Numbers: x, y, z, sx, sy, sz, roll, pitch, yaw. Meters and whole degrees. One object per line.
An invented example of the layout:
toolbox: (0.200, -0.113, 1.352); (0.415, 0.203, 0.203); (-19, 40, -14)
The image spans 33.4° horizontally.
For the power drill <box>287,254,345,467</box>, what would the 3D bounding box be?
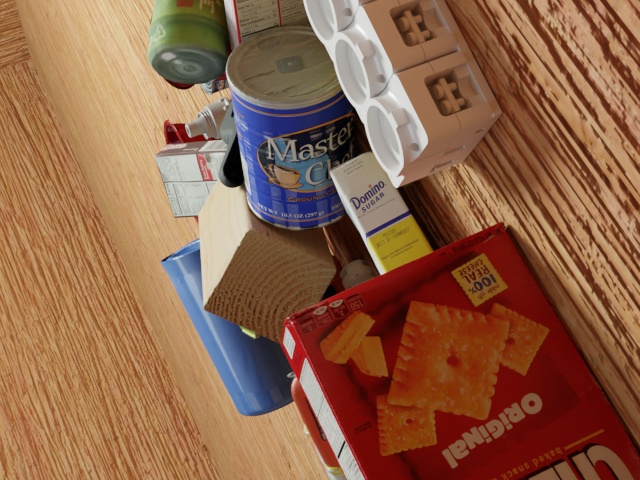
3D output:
power drill: (0.021, 0.128, 1.021); (0.187, 0.057, 0.184); (-87, -24, -62)

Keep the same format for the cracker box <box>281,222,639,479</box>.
cracker box: (0.092, 0.116, 0.685); (0.072, 0.164, 0.214); (98, 147, -65)

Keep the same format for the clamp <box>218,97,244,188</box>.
clamp: (-0.056, -0.124, 1.040); (0.039, 0.120, 0.171); (46, -167, -25)

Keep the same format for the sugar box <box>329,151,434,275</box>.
sugar box: (0.070, 0.023, 0.827); (0.176, 0.048, 0.093); (64, -179, 22)

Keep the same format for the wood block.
wood block: (-0.056, 0.001, 1.017); (0.090, 0.090, 0.206); (-59, 18, 18)

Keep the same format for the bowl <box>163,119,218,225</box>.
bowl: (-0.159, -0.095, 1.449); (0.162, 0.055, 0.162); (58, 162, 32)

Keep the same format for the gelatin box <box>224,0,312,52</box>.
gelatin box: (-0.042, -0.198, 0.884); (0.089, 0.073, 0.030); (84, 159, -45)

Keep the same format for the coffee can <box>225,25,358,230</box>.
coffee can: (-0.020, -0.093, 0.895); (0.103, 0.102, 0.140); (55, 160, 40)

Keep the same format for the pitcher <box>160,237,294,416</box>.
pitcher: (-0.111, 0.106, 1.424); (0.149, 0.145, 0.243); (-65, -47, -80)

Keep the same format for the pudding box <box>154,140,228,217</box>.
pudding box: (-0.143, -0.077, 1.335); (0.114, 0.039, 0.090); (-1, 119, 27)
